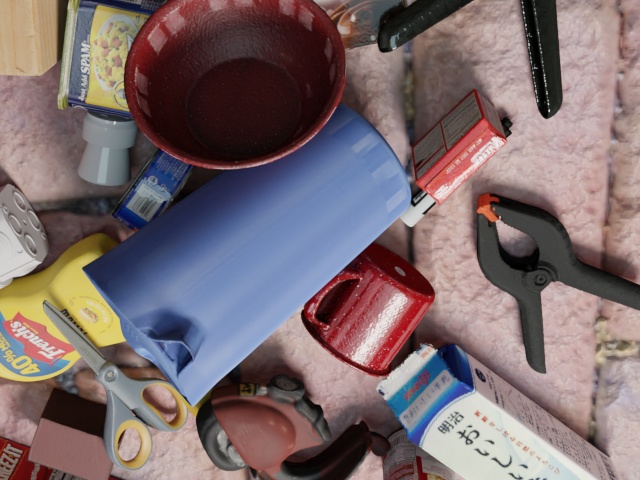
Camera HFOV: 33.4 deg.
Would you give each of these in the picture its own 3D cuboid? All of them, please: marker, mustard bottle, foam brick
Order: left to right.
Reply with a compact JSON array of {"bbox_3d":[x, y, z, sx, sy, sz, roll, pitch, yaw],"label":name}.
[{"bbox_3d":[-0.244,0.073,0.938,0.192,0.058,0.096,-26,122,14],"label":"mustard bottle"},{"bbox_3d":[-0.223,0.182,0.987,0.078,0.053,0.051,21,113,-6],"label":"foam brick"},{"bbox_3d":[0.113,-0.058,0.887,0.020,0.020,0.121,42,109,-14],"label":"marker"}]

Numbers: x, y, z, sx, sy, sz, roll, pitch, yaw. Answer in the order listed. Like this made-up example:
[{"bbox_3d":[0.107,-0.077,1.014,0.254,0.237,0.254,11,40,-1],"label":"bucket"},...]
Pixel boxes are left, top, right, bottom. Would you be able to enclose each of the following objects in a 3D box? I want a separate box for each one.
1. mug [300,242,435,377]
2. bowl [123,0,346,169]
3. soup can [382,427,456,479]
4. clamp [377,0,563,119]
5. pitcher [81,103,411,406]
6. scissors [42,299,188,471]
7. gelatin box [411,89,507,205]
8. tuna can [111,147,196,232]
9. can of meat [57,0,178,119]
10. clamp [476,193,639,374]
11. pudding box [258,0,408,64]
[{"bbox_3d":[0.035,0.052,0.894,0.117,0.093,0.081,18,112,-43],"label":"mug"},{"bbox_3d":[-0.060,-0.113,0.788,0.162,0.162,0.055,-1,156,3],"label":"bowl"},{"bbox_3d":[0.089,0.221,0.963,0.068,0.102,0.068,1,113,2],"label":"soup can"},{"bbox_3d":[0.158,-0.201,0.805,0.164,0.036,0.210,25,103,-25],"label":"clamp"},{"bbox_3d":[-0.055,0.001,0.832,0.242,0.145,0.149,-39,65,-13],"label":"pitcher"},{"bbox_3d":[-0.189,0.135,0.923,0.201,0.016,0.096,40,71,-45],"label":"scissors"},{"bbox_3d":[0.108,-0.075,0.841,0.030,0.089,0.073,41,109,-14],"label":"gelatin box"},{"bbox_3d":[-0.133,-0.046,0.868,0.033,0.086,0.086,35,110,-11],"label":"tuna can"},{"bbox_3d":[-0.156,-0.147,0.841,0.084,0.057,0.102,11,113,-4],"label":"can of meat"},{"bbox_3d":[0.198,0.025,0.908,0.120,0.039,0.171,-29,109,13],"label":"clamp"},{"bbox_3d":[0.008,-0.193,0.823,0.113,0.039,0.090,-11,113,8],"label":"pudding box"}]
